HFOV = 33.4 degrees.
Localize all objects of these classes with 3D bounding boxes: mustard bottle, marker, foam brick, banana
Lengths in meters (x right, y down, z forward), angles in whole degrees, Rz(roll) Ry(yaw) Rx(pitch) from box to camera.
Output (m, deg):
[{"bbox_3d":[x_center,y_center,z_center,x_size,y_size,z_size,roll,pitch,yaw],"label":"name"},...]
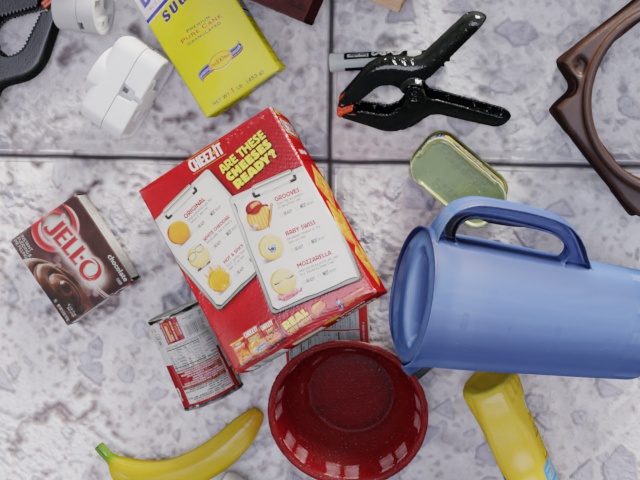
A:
[{"bbox_3d":[0.205,0.223,1.070,0.058,0.096,0.191,-23,94,10],"label":"mustard bottle"},{"bbox_3d":[0.069,-0.181,1.071,0.121,0.020,0.020,-1,98,8],"label":"marker"},{"bbox_3d":[-0.037,-0.253,1.061,0.078,0.051,0.053,25,102,4],"label":"foam brick"},{"bbox_3d":[-0.149,0.235,1.154,0.198,0.037,0.069,-15,97,10],"label":"banana"}]

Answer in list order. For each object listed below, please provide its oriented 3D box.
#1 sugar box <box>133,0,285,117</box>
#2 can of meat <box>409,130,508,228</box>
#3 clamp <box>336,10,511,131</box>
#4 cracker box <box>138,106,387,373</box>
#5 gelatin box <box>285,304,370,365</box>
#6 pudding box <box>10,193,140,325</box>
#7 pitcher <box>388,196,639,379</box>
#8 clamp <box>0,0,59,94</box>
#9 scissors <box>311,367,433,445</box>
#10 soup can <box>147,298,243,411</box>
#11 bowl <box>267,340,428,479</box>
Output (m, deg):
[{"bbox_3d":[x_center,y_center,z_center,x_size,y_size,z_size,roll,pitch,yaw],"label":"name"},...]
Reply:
[{"bbox_3d":[-0.121,-0.223,1.080,0.093,0.048,0.176,-33,93,12],"label":"sugar box"},{"bbox_3d":[0.136,-0.060,1.046,0.102,0.084,0.057,40,101,1],"label":"can of meat"},{"bbox_3d":[0.097,-0.160,1.048,0.171,0.039,0.120,-6,115,8],"label":"clamp"},{"bbox_3d":[-0.057,0.001,1.072,0.164,0.072,0.214,-31,80,10],"label":"cracker box"},{"bbox_3d":[0.007,0.092,1.115,0.089,0.030,0.073,-2,99,9],"label":"gelatin box"},{"bbox_3d":[-0.260,0.019,1.138,0.090,0.039,0.113,-34,92,11],"label":"pudding box"},{"bbox_3d":[0.195,0.057,1.006,0.242,0.149,0.145,7,69,-12],"label":"pitcher"},{"bbox_3d":[-0.360,-0.198,1.123,0.210,0.036,0.164,-44,91,10],"label":"clamp"},{"bbox_3d":[0.068,0.143,1.120,0.096,0.016,0.202,34,101,2],"label":"scissors"},{"bbox_3d":[-0.131,0.118,1.119,0.068,0.068,0.102,-22,94,11],"label":"soup can"},{"bbox_3d":[0.029,0.166,1.084,0.162,0.055,0.162,2,108,6],"label":"bowl"}]
